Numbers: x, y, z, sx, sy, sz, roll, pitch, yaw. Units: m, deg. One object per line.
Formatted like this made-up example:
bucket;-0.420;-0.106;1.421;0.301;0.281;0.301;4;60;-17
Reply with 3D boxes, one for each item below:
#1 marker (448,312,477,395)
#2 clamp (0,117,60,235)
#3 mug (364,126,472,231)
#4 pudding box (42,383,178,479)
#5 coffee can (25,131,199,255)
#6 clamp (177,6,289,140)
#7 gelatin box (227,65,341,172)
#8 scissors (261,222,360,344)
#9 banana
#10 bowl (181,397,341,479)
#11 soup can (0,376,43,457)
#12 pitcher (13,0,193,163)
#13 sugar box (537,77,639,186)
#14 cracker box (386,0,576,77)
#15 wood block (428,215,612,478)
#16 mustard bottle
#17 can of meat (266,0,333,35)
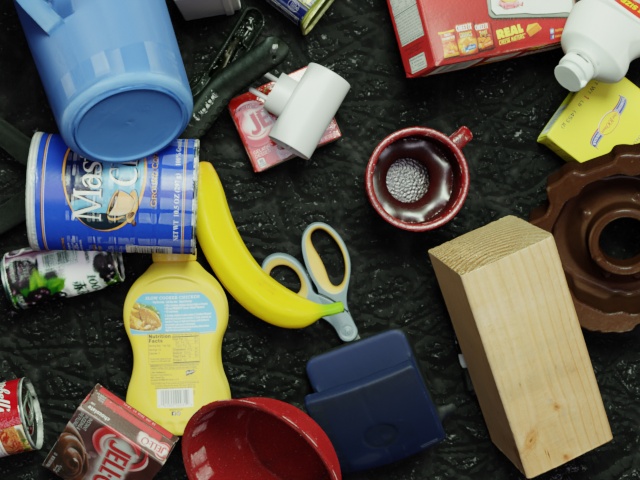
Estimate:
marker;0.137;0.089;1.025;0.020;0.020;0.121;-12;92;-3
clamp;-0.262;-0.046;0.989;0.210;0.036;0.164;10;90;-4
mug;0.093;-0.064;0.988;0.117;0.081;0.093;-44;93;-2
pudding box;-0.191;0.191;0.968;0.090;0.039;0.114;35;133;-3
coffee can;-0.177;-0.040;0.927;0.140;0.103;0.103;2;91;-7
clamp;-0.094;-0.136;0.964;0.039;0.120;0.171;37;93;-22
gelatin box;-0.035;-0.114;1.005;0.089;0.030;0.073;-23;92;-3
scissors;0.005;0.084;1.019;0.096;0.016;0.202;-14;92;-1
banana;-0.067;0.016;0.994;0.069;0.037;0.198;-43;83;-9
bowl;-0.041;0.196;0.943;0.162;0.055;0.162;14;121;24
soup can;-0.313;0.169;0.976;0.102;0.068;0.068;-13;92;-3
pitcher;-0.195;-0.190;0.886;0.149;0.145;0.243;-11;59;-20
sugar box;0.305;-0.081;1.019;0.176;0.048;0.093;37;90;-2
cracker box;0.134;-0.268;0.974;0.164;0.072;0.214;-15;91;-22
wood block;0.181;0.094;0.965;0.090;0.091;0.206;-23;107;-8
mustard bottle;-0.133;0.082;0.989;0.096;0.058;0.191;-2;92;1
can of meat;-0.016;-0.258;0.991;0.084;0.057;0.102;38;88;-1
